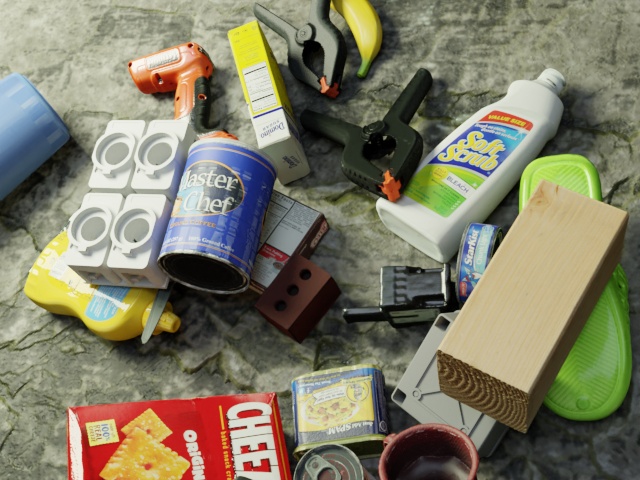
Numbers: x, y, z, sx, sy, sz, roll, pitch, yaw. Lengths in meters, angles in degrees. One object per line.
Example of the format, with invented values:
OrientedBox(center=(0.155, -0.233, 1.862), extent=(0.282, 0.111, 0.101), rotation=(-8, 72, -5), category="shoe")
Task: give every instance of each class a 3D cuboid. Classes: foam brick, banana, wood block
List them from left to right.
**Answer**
OrientedBox(center=(-0.024, 0.063, 1.168), extent=(0.053, 0.051, 0.078), rotation=(33, 77, 26), category="foam brick")
OrientedBox(center=(0.022, -0.289, 1.331), extent=(0.069, 0.037, 0.198), rotation=(-35, 61, -2), category="banana")
OrientedBox(center=(0.196, 0.058, 0.984), extent=(0.091, 0.090, 0.206), rotation=(24, 64, 22), category="wood block")

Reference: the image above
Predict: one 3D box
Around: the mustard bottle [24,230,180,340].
OrientedBox(center=(-0.242, 0.062, 1.228), extent=(0.192, 0.058, 0.096), rotation=(22, 67, 24), category="mustard bottle")

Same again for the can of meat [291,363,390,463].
OrientedBox(center=(0.021, 0.179, 1.098), extent=(0.102, 0.057, 0.084), rotation=(-10, 61, 10), category="can of meat")

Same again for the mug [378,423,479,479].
OrientedBox(center=(0.101, 0.229, 1.014), extent=(0.093, 0.081, 0.117), rotation=(-35, 43, -21), category="mug")

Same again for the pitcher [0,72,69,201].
OrientedBox(center=(-0.441, -0.099, 1.333), extent=(0.242, 0.145, 0.149), rotation=(-41, 74, -9), category="pitcher")

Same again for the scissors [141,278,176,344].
OrientedBox(center=(-0.183, 0.027, 1.208), extent=(0.096, 0.016, 0.201), rotation=(23, 51, 14), category="scissors")

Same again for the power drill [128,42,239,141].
OrientedBox(center=(-0.191, -0.142, 1.314), extent=(0.184, 0.057, 0.187), rotation=(-15, 64, 9), category="power drill")

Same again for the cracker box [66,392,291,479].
OrientedBox(center=(-0.137, 0.238, 1.045), extent=(0.213, 0.072, 0.164), rotation=(-3, 48, -12), category="cracker box")

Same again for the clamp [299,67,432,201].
OrientedBox(center=(0.054, -0.114, 1.206), extent=(0.165, 0.036, 0.210), rotation=(-16, 39, 13), category="clamp")

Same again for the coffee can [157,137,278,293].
OrientedBox(center=(-0.111, -0.026, 1.163), extent=(0.103, 0.102, 0.140), rotation=(4, 64, 18), category="coffee can")

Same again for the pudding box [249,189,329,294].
OrientedBox(center=(-0.058, 0.002, 1.216), extent=(0.090, 0.039, 0.113), rotation=(27, 73, 27), category="pudding box")

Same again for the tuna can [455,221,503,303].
OrientedBox(center=(0.166, 0.025, 1.112), extent=(0.034, 0.086, 0.086), rotation=(8, 68, 18), category="tuna can")

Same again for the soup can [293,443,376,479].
OrientedBox(center=(0.020, 0.244, 1.040), extent=(0.068, 0.102, 0.068), rotation=(-6, 64, 13), category="soup can")

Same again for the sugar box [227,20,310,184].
OrientedBox(center=(-0.060, -0.164, 1.264), extent=(0.048, 0.093, 0.176), rotation=(-22, 62, 5), category="sugar box")

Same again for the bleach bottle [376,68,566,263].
OrientedBox(center=(0.179, -0.097, 1.182), extent=(0.103, 0.068, 0.250), rotation=(35, 76, 28), category="bleach bottle")

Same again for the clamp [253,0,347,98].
OrientedBox(center=(-0.007, -0.259, 1.308), extent=(0.120, 0.039, 0.171), rotation=(-39, 68, 28), category="clamp")
